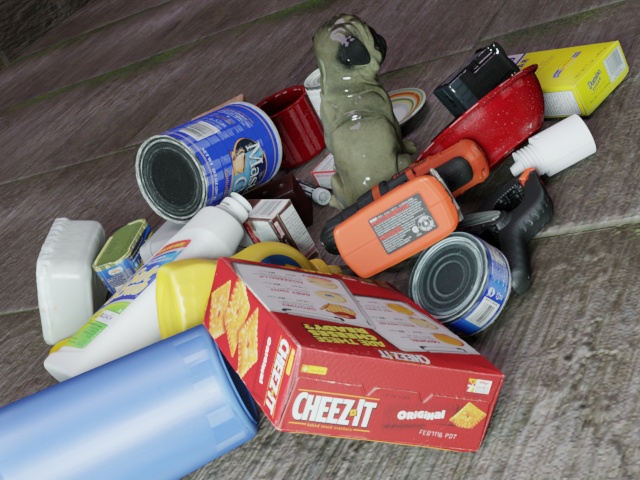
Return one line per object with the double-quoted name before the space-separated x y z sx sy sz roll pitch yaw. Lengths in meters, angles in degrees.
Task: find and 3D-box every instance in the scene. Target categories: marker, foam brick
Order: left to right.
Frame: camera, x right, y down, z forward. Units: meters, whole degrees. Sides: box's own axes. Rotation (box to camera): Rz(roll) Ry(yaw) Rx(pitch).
"foam brick" -0.054 -0.035 1.258 0.078 0.051 0.053 -25 25 10
"marker" -0.021 -0.064 1.317 0.020 0.020 0.121 -36 25 -14

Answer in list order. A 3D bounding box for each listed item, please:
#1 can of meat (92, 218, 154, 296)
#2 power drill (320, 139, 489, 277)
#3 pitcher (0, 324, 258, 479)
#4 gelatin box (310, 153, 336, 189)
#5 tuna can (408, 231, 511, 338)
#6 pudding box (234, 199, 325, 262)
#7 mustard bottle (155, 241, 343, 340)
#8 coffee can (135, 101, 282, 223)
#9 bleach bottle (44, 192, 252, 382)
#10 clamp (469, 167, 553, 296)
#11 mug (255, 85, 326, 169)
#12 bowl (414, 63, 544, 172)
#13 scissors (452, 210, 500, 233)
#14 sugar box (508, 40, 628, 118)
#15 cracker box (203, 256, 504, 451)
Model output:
"can of meat" -0.216 0.035 1.259 0.057 0.084 0.102 -20 26 20
"power drill" 0.066 -0.024 0.981 0.185 0.057 0.187 -32 7 17
"pitcher" -0.180 0.169 0.925 0.243 0.145 0.149 -25 36 0
"gelatin box" 0.044 -0.094 1.292 0.089 0.030 0.073 -1 38 45
"tuna can" 0.117 0.037 0.903 0.086 0.033 0.086 -25 51 36
"pudding box" -0.058 0.001 1.144 0.114 0.090 0.039 4 42 50
"mustard bottle" -0.061 0.052 1.024 0.191 0.096 0.058 -13 15 -32
"coffee can" -0.124 -0.090 1.209 0.103 0.103 0.140 -9 16 38
"bleach bottle" -0.160 0.051 1.062 0.250 0.068 0.103 -51 22 -21
"clamp" 0.156 -0.002 0.981 0.120 0.039 0.171 -7 33 35
"mug" -0.047 -0.142 1.423 0.093 0.081 0.117 -10 30 36
"bowl" 0.176 -0.109 1.097 0.162 0.055 0.162 -39 -6 -5
"scissors" 0.103 -0.002 1.007 0.096 0.016 0.202 -40 9 -3
"sugar box" 0.250 -0.178 1.210 0.093 0.048 0.177 -44 29 -28
"cracker box" 0.015 0.084 0.828 0.164 0.072 0.214 10 13 -22
